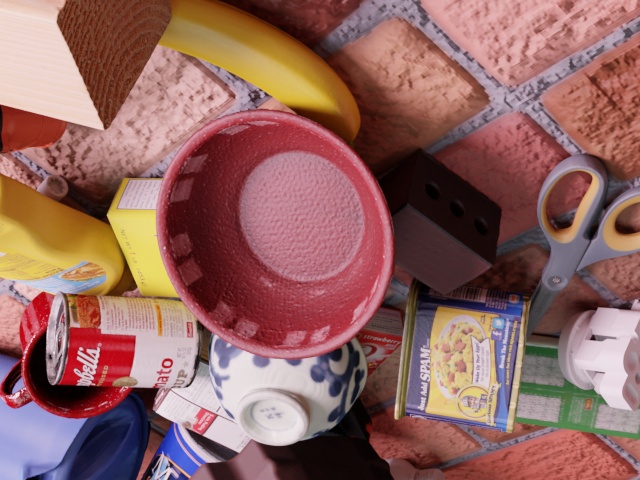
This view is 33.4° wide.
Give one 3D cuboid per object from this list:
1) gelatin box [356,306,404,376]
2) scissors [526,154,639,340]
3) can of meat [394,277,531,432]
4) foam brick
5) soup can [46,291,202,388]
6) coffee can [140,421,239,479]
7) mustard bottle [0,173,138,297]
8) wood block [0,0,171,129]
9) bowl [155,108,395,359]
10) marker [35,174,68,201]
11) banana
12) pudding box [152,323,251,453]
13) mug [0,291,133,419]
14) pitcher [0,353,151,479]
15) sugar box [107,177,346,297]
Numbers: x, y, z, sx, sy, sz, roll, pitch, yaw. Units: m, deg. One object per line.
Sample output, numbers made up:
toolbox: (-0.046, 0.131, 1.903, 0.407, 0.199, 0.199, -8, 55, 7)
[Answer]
gelatin box: (0.010, 0.077, 0.828, 0.089, 0.030, 0.073, 12, 139, -25)
scissors: (0.184, 0.021, 0.736, 0.096, 0.016, 0.202, 5, 137, 9)
can of meat: (0.101, 0.081, 0.754, 0.084, 0.057, 0.102, 8, 104, 11)
foam brick: (0.075, -0.011, 0.712, 0.078, 0.053, 0.051, 33, 136, -20)
soup can: (-0.146, 0.075, 0.792, 0.102, 0.068, 0.069, 6, 144, -24)
coffee can: (-0.109, 0.223, 0.956, 0.102, 0.103, 0.140, 26, 111, -12)
mustard bottle: (-0.200, 0.005, 0.782, 0.096, 0.058, 0.191, -13, 156, 29)
wood block: (-0.199, -0.142, 0.587, 0.206, 0.090, 0.091, 15, 152, 16)
bowl: (-0.022, -0.008, 0.683, 0.162, 0.055, 0.162, 6, 108, 20)
marker: (-0.233, -0.016, 0.829, 0.020, 0.020, 0.121, 36, 136, -22)
banana: (-0.047, -0.108, 0.653, 0.197, 0.037, 0.070, 31, 135, -17)
pudding box: (-0.069, 0.127, 0.869, 0.113, 0.039, 0.090, 27, 131, -11)
mug: (-0.207, 0.092, 0.861, 0.117, 0.082, 0.093, -38, 117, -6)
pitcher: (-0.280, 0.162, 0.950, 0.243, 0.145, 0.149, 16, 147, 22)
sugar box: (-0.055, 0.001, 0.772, 0.176, 0.048, 0.093, 3, 138, 17)
